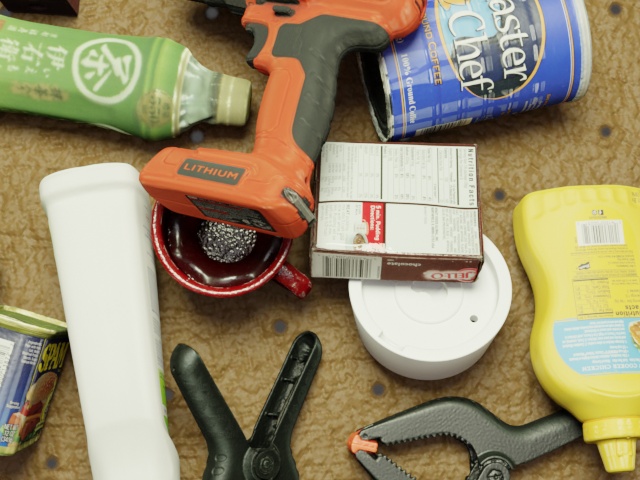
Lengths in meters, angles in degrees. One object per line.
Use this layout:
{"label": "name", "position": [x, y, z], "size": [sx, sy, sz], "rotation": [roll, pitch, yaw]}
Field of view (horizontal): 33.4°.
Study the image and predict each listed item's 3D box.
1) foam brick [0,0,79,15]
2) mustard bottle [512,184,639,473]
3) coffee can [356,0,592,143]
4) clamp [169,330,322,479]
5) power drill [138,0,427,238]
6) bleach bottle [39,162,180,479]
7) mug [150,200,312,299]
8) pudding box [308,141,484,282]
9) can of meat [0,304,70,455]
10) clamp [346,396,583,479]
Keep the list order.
{"label": "foam brick", "position": [-0.200, -0.193, 0.743], "size": [0.053, 0.078, 0.051], "rotation": [2, 85, 0]}
{"label": "mustard bottle", "position": [0.190, 0.060, 0.725], "size": [0.096, 0.058, 0.191], "rotation": [-2, 72, -8]}
{"label": "coffee can", "position": [0.101, -0.131, 0.736], "size": [0.140, 0.103, 0.103], "rotation": [-13, 85, -3]}
{"label": "clamp", "position": [-0.040, 0.142, 0.726], "size": [0.120, 0.039, 0.171], "rotation": [-12, 101, -34]}
{"label": "power drill", "position": [-0.043, -0.104, 0.667], "size": [0.185, 0.057, 0.187], "rotation": [13, 75, 25]}
{"label": "bleach bottle", "position": [-0.128, 0.084, 0.686], "size": [0.068, 0.102, 0.251], "rotation": [-10, 73, -4]}
{"label": "mug", "position": [-0.055, 0.001, 0.727], "size": [0.117, 0.081, 0.093], "rotation": [34, 84, 1]}
{"label": "pudding box", "position": [0.050, -0.020, 0.711], "size": [0.113, 0.039, 0.090], "rotation": [3, 60, 0]}
{"label": "can of meat", "position": [-0.206, 0.090, 0.704], "size": [0.057, 0.102, 0.084], "rotation": [17, 86, 0]}
{"label": "clamp", "position": [0.121, 0.173, 0.739], "size": [0.210, 0.036, 0.164], "rotation": [7, 81, -4]}
